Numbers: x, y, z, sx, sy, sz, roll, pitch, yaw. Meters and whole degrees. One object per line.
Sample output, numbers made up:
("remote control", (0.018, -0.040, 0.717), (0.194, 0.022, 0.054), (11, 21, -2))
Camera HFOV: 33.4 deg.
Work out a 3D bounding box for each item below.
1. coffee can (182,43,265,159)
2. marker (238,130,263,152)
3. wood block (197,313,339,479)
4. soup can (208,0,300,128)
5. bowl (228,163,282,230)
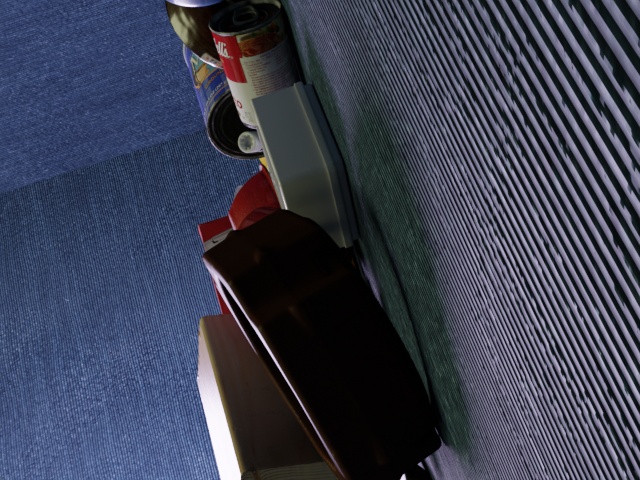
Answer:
("coffee can", (-0.083, -0.169, 1.129), (0.103, 0.103, 0.140), (75, 176, -47))
("marker", (-0.038, -0.094, 0.999), (0.120, 0.020, 0.020), (-14, -95, -61))
("wood block", (-0.052, 0.163, 0.981), (0.206, 0.090, 0.091), (-114, 24, -52))
("soup can", (-0.056, -0.163, 0.984), (0.068, 0.068, 0.102), (-111, 3, -55))
("bowl", (-0.058, 0.001, 1.151), (0.162, 0.055, 0.162), (158, 90, -84))
